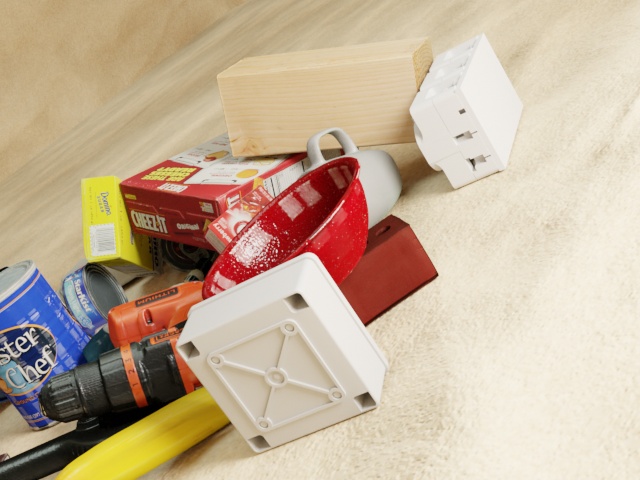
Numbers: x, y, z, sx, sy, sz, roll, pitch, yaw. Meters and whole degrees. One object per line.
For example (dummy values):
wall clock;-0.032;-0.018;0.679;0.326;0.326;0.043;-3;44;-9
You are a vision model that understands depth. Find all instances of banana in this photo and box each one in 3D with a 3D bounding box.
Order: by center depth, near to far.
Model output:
banana;-0.121;0.145;0.795;0.197;0.037;0.070;-27;-14;-33

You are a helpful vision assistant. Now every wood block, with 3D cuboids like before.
wood block;0.011;-0.147;1.103;0.206;0.091;0.090;-3;21;20

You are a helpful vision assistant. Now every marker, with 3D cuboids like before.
marker;-0.146;0.055;1.161;0.020;0.020;0.121;-22;21;31

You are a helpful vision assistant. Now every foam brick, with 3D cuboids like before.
foam brick;0.045;0.024;0.864;0.078;0.051;0.053;-35;17;-5

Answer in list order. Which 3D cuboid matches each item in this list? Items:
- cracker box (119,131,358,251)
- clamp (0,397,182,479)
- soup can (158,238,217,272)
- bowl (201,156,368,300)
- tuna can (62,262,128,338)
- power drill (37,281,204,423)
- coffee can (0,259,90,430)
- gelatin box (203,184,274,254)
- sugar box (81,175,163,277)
cracker box;-0.084;-0.065;1.174;0.164;0.072;0.213;10;32;43
clamp;-0.187;0.160;0.912;0.210;0.036;0.164;-17;14;24
soup can;-0.155;-0.010;1.264;0.068;0.068;0.102;-31;17;5
bowl;-0.016;0.008;0.834;0.162;0.055;0.162;-37;18;14
tuna can;-0.249;0.068;1.189;0.034;0.086;0.086;-30;18;12
power drill;-0.147;0.095;0.922;0.184;0.057;0.188;-16;13;-7
coffee can;-0.292;0.105;1.076;0.103;0.140;0.103;-29;18;10
gelatin box;-0.057;0.001;1.036;0.073;0.089;0.030;-41;-6;-27
sugar box;-0.225;-0.013;1.230;0.048;0.093;0.176;-5;-8;9
